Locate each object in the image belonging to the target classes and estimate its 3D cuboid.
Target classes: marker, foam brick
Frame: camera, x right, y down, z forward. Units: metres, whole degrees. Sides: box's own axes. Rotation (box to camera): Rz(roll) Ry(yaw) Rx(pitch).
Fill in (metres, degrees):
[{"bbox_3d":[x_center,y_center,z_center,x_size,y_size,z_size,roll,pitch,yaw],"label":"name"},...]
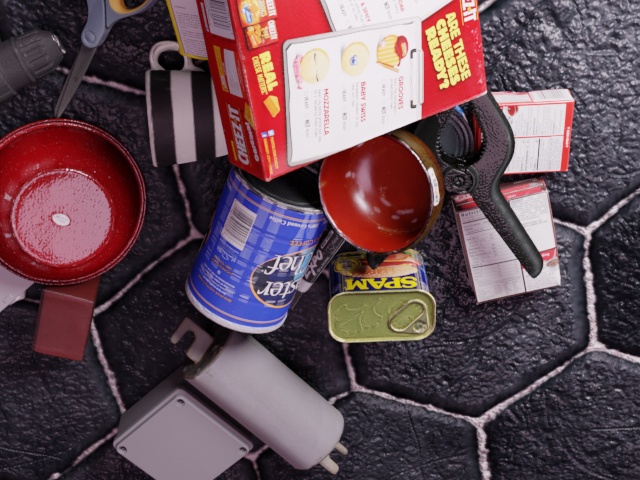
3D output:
[{"bbox_3d":[-0.004,0.023,1.059,0.020,0.020,0.121,28,116,-16],"label":"marker"},{"bbox_3d":[-0.253,0.071,1.064,0.051,0.053,0.078,13,120,-8],"label":"foam brick"}]

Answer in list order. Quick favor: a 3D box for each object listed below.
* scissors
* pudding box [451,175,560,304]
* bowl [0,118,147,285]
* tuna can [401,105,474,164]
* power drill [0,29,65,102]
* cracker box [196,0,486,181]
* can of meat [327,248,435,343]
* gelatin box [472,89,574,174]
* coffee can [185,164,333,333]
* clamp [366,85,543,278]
[{"bbox_3d":[-0.206,-0.198,0.928,0.202,0.016,0.096,-37,93,33],"label":"scissors"},{"bbox_3d":[0.182,0.000,1.038,0.090,0.039,0.113,-12,117,7],"label":"pudding box"},{"bbox_3d":[-0.237,-0.028,0.978,0.162,0.055,0.162,-5,108,-15],"label":"bowl"},{"bbox_3d":[0.097,-0.092,0.986,0.086,0.033,0.086,0,120,-1],"label":"tuna can"},{"bbox_3d":[-0.324,-0.166,0.876,0.184,0.057,0.187,-27,147,-2],"label":"power drill"},{"bbox_3d":[0.018,-0.161,0.817,0.213,0.072,0.164,-24,120,-25],"label":"cracker box"},{"bbox_3d":[0.057,0.052,1.039,0.102,0.084,0.057,-2,120,1],"label":"can of meat"},{"bbox_3d":[0.185,-0.100,0.985,0.089,0.030,0.073,-3,121,0],"label":"gelatin box"},{"bbox_3d":[-0.057,0.001,0.998,0.102,0.103,0.140,18,118,-11],"label":"coffee can"},{"bbox_3d":[0.115,-0.055,0.965,0.164,0.036,0.210,-4,117,9],"label":"clamp"}]
